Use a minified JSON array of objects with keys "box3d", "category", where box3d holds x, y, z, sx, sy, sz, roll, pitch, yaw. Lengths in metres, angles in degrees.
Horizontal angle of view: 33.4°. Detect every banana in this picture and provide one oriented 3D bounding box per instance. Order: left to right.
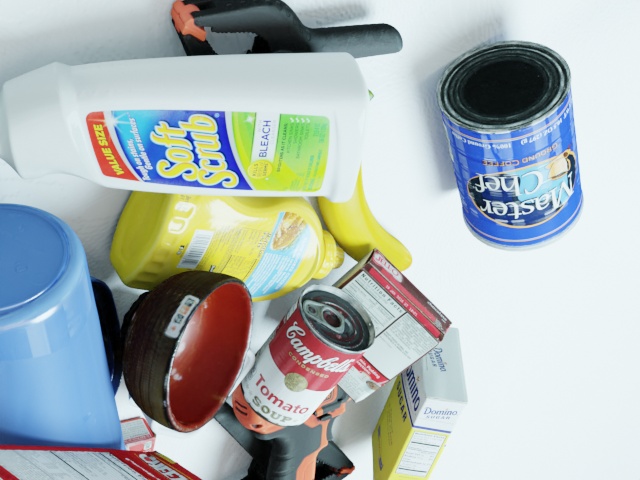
[{"box3d":[0.034,-0.028,0.858,0.069,0.037,0.198,-28,137,-11],"category":"banana"}]

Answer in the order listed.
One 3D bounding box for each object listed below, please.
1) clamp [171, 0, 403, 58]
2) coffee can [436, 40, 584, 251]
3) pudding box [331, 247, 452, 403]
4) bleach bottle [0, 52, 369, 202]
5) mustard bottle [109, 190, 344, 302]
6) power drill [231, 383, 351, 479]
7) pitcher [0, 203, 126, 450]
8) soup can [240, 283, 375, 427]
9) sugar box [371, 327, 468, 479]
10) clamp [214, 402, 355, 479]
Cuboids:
[{"box3d":[-0.033,-0.113,0.736,0.171,0.039,0.120,11,115,-34],"category":"clamp"},{"box3d":[0.155,-0.074,0.859,0.102,0.103,0.140,-32,137,-10],"category":"coffee can"},{"box3d":[0.038,0.073,0.883,0.114,0.090,0.039,-43,-176,35],"category":"pudding box"},{"box3d":[-0.099,-0.068,0.683,0.250,0.068,0.103,-4,135,-15],"category":"bleach bottle"},{"box3d":[-0.055,0.001,0.801,0.191,0.058,0.096,11,117,-41],"category":"mustard bottle"},{"box3d":[0.003,0.186,0.971,0.184,0.057,0.188,-13,111,-35],"category":"power drill"},{"box3d":[-0.196,0.089,0.714,0.144,0.149,0.243,-11,136,-16],"category":"pitcher"},{"box3d":[-0.012,0.092,0.846,0.068,0.068,0.102,6,134,-39],"category":"soup can"},{"box3d":[0.089,0.170,1.008,0.048,0.093,0.176,8,131,-7],"category":"sugar box"},{"box3d":[-0.056,0.227,1.006,0.209,0.036,0.165,13,108,-44],"category":"clamp"}]
